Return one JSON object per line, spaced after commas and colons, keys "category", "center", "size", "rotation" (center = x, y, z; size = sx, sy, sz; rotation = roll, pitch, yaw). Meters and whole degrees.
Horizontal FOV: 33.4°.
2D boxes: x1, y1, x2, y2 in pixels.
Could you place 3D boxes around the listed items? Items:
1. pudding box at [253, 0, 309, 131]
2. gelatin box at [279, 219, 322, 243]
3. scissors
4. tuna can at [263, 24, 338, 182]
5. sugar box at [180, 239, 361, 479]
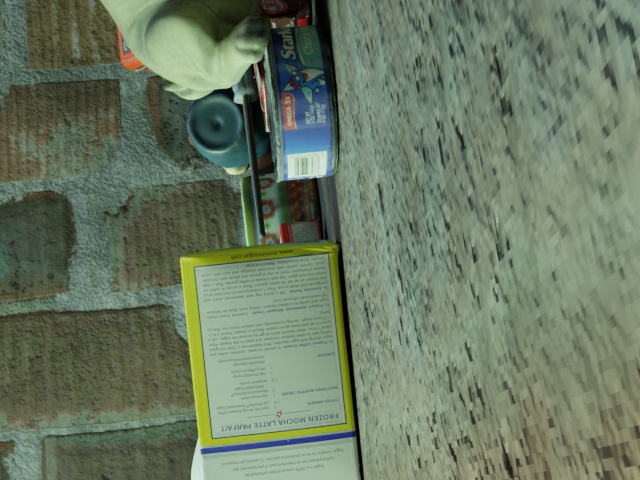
{"category": "pudding box", "center": [-0.030, -0.142, 0.720], "size": [0.113, 0.039, 0.090], "rotation": [-101, 7, -48]}
{"category": "gelatin box", "center": [-0.008, 0.042, 0.723], "size": [0.089, 0.030, 0.073], "rotation": [88, 173, -47]}
{"category": "scissors", "center": [-0.051, -0.107, 0.693], "size": [0.096, 0.016, 0.202], "rotation": [-129, 33, -80]}
{"category": "tuna can", "center": [-0.012, -0.076, 0.595], "size": [0.086, 0.033, 0.086], "rotation": [174, 90, -86]}
{"category": "sugar box", "center": [-0.028, 0.091, 0.629], "size": [0.048, 0.093, 0.176], "rotation": [-139, 44, -85]}
